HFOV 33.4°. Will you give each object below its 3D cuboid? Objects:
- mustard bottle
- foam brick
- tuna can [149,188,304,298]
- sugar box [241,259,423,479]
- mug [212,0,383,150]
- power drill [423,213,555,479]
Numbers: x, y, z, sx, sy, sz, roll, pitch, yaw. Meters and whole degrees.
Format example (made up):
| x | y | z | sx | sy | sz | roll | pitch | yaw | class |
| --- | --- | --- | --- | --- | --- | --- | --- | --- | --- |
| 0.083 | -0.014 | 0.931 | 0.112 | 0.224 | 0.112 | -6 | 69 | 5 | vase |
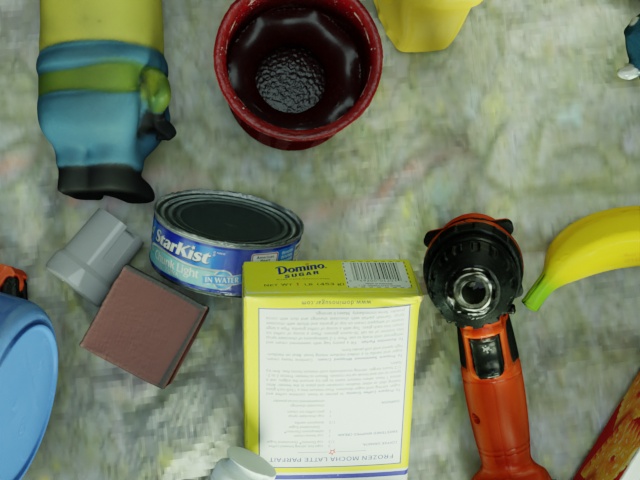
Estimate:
| x | y | z | sx | sy | sz | roll | pitch | yaw | class |
| --- | --- | --- | --- | --- | --- | --- | --- | --- | --- |
| 0.067 | -0.170 | 0.577 | 0.058 | 0.192 | 0.096 | -3 | 86 | -5 | mustard bottle |
| -0.097 | 0.049 | 0.606 | 0.051 | 0.078 | 0.053 | 28 | 82 | -2 | foam brick |
| -0.054 | 0.001 | 0.607 | 0.086 | 0.086 | 0.034 | 9 | 110 | -4 | tuna can |
| 0.003 | 0.097 | 0.590 | 0.093 | 0.048 | 0.176 | 0 | 118 | -5 | sugar box |
| -0.016 | -0.109 | 0.621 | 0.093 | 0.081 | 0.117 | -6 | 87 | -5 | mug |
| 0.094 | 0.080 | 0.576 | 0.057 | 0.184 | 0.187 | -8 | 95 | 11 | power drill |
